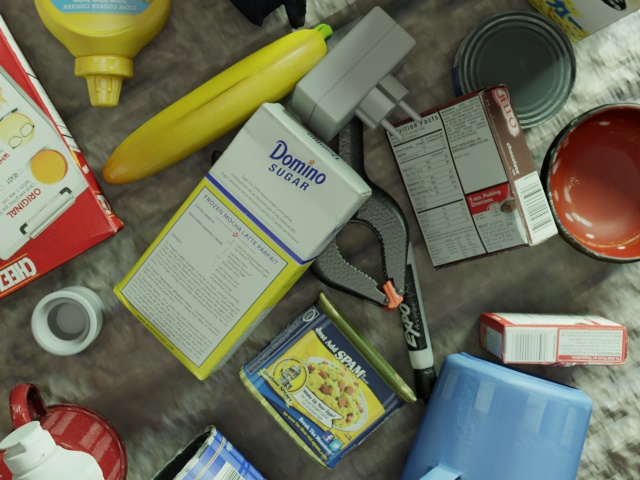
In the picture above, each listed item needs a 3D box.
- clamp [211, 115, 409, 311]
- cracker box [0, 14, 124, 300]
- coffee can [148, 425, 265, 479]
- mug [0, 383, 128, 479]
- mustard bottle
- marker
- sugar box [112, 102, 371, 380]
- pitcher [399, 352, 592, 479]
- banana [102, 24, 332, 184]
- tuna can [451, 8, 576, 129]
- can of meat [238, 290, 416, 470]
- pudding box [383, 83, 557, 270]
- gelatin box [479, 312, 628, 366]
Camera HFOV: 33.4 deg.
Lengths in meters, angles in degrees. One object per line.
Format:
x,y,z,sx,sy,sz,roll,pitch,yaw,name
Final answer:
0.017,-0.032,0.764,0.120,0.039,0.171,-41,86,3,clamp
-0.260,-0.059,0.737,0.164,0.072,0.213,-30,95,-1,cracker box
-0.062,0.215,0.743,0.103,0.103,0.140,-44,94,-1,coffee can
-0.189,0.156,0.744,0.093,0.081,0.117,-18,93,-3,mug
-0.151,-0.189,0.743,0.096,0.058,0.191,0,92,-5,mustard bottle
0.070,0.061,0.786,0.020,0.020,0.121,-11,93,-3,marker
-0.055,0.001,0.736,0.093,0.048,0.176,43,103,7,sugar box
0.098,0.205,0.735,0.145,0.149,0.243,17,88,-4,pitcher
-0.069,-0.093,0.746,0.198,0.069,0.037,-32,90,-2,banana
0.139,-0.122,0.775,0.086,0.034,0.086,0,92,-3,tuna can
0.004,0.102,0.766,0.084,0.057,0.102,-42,93,1,can of meat
0.104,-0.043,0.750,0.039,0.090,0.113,-21,93,-46,pudding box
0.165,0.070,0.765,0.089,0.073,0.030,1,93,-4,gelatin box
